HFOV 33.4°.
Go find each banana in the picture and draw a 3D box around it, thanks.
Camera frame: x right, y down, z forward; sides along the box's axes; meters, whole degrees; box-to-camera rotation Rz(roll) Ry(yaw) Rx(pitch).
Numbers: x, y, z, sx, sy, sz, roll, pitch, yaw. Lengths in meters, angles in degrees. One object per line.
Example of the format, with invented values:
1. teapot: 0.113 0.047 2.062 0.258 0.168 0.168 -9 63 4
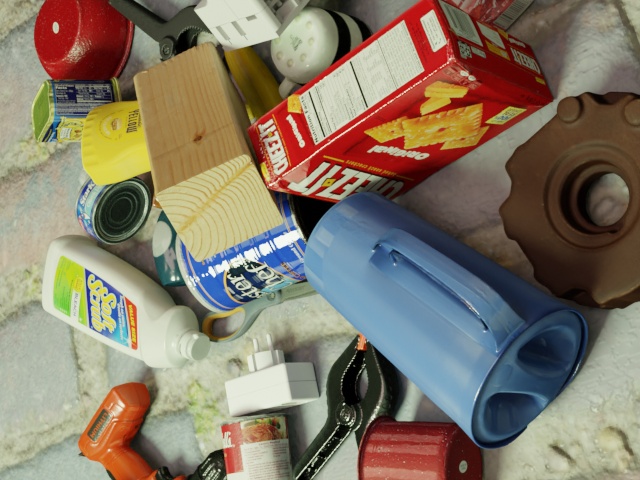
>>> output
1. banana: -0.059 -0.141 1.101 0.037 0.069 0.198 -39 64 20

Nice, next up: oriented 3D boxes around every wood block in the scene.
1. wood block: -0.111 -0.090 1.013 0.091 0.090 0.206 -24 40 4

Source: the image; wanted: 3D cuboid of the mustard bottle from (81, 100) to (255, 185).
1. mustard bottle: -0.163 -0.122 1.165 0.192 0.058 0.096 -11 51 13

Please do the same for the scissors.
1. scissors: -0.058 0.043 1.116 0.202 0.016 0.096 -32 67 32

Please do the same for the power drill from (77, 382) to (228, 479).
1. power drill: -0.179 0.246 1.166 0.188 0.057 0.185 49 115 31

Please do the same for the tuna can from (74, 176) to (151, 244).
1. tuna can: -0.236 -0.040 1.222 0.034 0.085 0.086 29 103 35

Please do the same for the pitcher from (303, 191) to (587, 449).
1. pitcher: 0.094 0.050 0.909 0.243 0.144 0.149 38 122 38

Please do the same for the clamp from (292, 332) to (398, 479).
1. clamp: 0.026 0.172 1.023 0.120 0.039 0.171 0 79 34

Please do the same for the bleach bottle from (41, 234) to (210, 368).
1. bleach bottle: -0.215 0.073 1.202 0.251 0.067 0.102 19 103 40

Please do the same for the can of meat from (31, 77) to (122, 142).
1. can of meat: -0.288 -0.151 1.253 0.102 0.083 0.057 -33 64 60

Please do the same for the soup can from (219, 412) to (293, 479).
1. soup can: -0.061 0.228 1.067 0.069 0.068 0.102 -18 75 36

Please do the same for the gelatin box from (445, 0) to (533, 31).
1. gelatin box: 0.139 -0.214 0.976 0.089 0.030 0.073 -47 59 25

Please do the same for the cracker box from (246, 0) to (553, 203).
1. cracker box: 0.070 -0.109 0.935 0.214 0.163 0.072 -32 65 32

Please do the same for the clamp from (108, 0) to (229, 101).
1. clamp: -0.168 -0.223 1.214 0.210 0.036 0.164 -12 86 37

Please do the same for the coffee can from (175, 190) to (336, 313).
1. coffee can: -0.057 0.001 1.053 0.140 0.102 0.103 -23 71 27

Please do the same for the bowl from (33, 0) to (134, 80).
1. bowl: -0.304 -0.257 1.317 0.162 0.055 0.162 -5 82 39

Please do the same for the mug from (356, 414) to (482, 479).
1. mug: 0.094 0.211 0.942 0.082 0.093 0.117 -5 112 33
